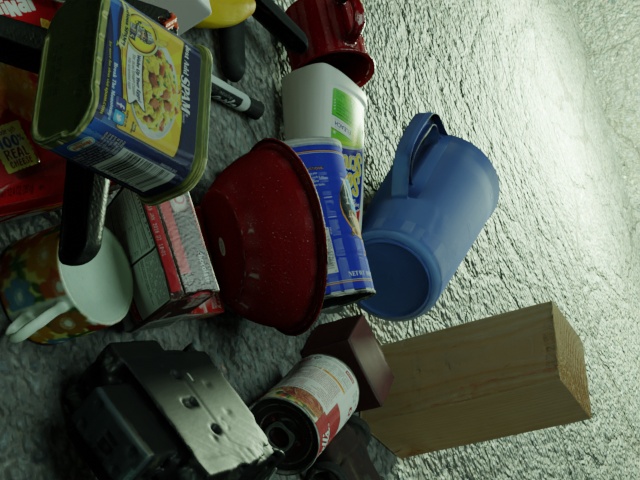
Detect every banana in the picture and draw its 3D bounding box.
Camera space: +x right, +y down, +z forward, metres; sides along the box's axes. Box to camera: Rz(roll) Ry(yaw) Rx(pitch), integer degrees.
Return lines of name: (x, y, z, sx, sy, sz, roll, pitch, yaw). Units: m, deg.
banana: (-0.125, -0.225, 0.919, 0.197, 0.037, 0.069, 31, 76, -49)

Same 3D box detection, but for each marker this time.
marker: (-0.088, -0.135, 0.978, 0.121, 0.020, 0.020, 22, 55, -58)

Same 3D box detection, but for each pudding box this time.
pudding box: (-0.114, 0.009, 0.726, 0.039, 0.114, 0.090, -12, 79, -30)

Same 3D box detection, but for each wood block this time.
wood block: (0.152, 0.141, 1.060, 0.090, 0.206, 0.090, 45, 37, -43)

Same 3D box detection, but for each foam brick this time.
foam brick: (0.026, 0.117, 1.006, 0.078, 0.053, 0.051, 64, 27, -18)

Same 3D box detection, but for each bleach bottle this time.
bleach bottle: (0.008, -0.047, 1.065, 0.102, 0.068, 0.251, 32, 49, -53)

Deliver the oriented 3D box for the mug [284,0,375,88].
mug: (0.010, -0.213, 1.121, 0.093, 0.117, 0.081, 2, 64, -28)

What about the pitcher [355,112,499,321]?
pitcher: (0.106, -0.024, 1.169, 0.149, 0.145, 0.242, 40, 34, -2)

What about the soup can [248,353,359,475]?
soup can: (-0.015, 0.143, 0.890, 0.068, 0.069, 0.102, 69, 26, -7)

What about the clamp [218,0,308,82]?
clamp: (-0.085, -0.235, 1.023, 0.171, 0.039, 0.120, 57, 38, -13)

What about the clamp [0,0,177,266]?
clamp: (-0.140, -0.089, 0.656, 0.164, 0.036, 0.209, 66, 30, -13)

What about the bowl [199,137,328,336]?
bowl: (-0.056, 0.001, 0.850, 0.055, 0.162, 0.162, -9, 80, -28)

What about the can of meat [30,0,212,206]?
can of meat: (-0.112, -0.082, 0.607, 0.083, 0.058, 0.102, 28, 53, -45)

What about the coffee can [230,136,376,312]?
coffee can: (-0.016, -0.009, 0.944, 0.102, 0.103, 0.140, 6, 69, -62)
